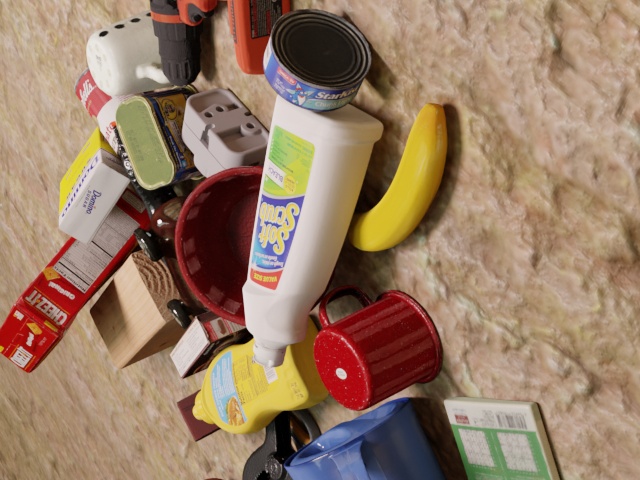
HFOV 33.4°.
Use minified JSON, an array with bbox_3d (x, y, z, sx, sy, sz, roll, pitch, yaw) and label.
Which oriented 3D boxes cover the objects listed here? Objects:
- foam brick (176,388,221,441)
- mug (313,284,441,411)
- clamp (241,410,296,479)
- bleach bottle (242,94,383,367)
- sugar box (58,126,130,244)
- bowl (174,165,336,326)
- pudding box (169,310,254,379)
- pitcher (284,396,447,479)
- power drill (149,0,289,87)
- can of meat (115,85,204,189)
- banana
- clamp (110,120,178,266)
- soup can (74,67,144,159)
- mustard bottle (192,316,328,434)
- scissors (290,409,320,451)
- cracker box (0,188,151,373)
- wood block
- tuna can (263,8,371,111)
[{"bbox_3d":[-0.126,0.199,1.275,0.053,0.078,0.051,62,170,8],"label":"foam brick"},{"bbox_3d":[0.042,0.092,0.964,0.117,0.081,0.093,57,147,15],"label":"mug"},{"bbox_3d":[-0.043,0.236,1.171,0.165,0.036,0.210,48,121,34],"label":"clamp"},{"bbox_3d":[-0.019,0.001,0.949,0.103,0.067,0.251,36,120,47],"label":"bleach bottle"},{"bbox_3d":[-0.266,-0.069,1.249,0.093,0.048,0.176,-55,19,8],"label":"sugar box"},{"bbox_3d":[-0.057,0.001,1.037,0.162,0.055,0.162,4,107,14],"label":"bowl"},{"bbox_3d":[-0.110,0.106,1.190,0.039,0.089,0.114,58,147,15],"label":"pudding box"},{"bbox_3d":[0.077,0.278,0.981,0.145,0.149,0.243,-31,87,47],"label":"pitcher"},{"bbox_3d":[-0.104,-0.216,1.010,0.188,0.057,0.184,30,133,44],"label":"power drill"},{"bbox_3d":[-0.161,-0.108,1.123,0.058,0.083,0.102,-20,93,32],"label":"can of meat"},{"bbox_3d":[0.061,-0.038,0.896,0.069,0.037,0.198,60,147,11],"label":"banana"},{"bbox_3d":[-0.184,-0.062,1.186,0.120,0.039,0.171,-108,1,-72],"label":"clamp"},{"bbox_3d":[-0.228,-0.150,1.227,0.102,0.068,0.069,54,146,19],"label":"soup can"},{"bbox_3d":[-0.074,0.154,1.139,0.192,0.058,0.096,-32,65,39],"label":"mustard bottle"},{"bbox_3d":[-0.068,0.189,1.249,0.202,0.016,0.096,34,134,41],"label":"scissors"},{"bbox_3d":[-0.306,0.048,1.330,0.072,0.213,0.164,38,146,-7],"label":"cracker box"},{"bbox_3d":[-0.203,0.077,1.308,0.090,0.090,0.206,61,147,9],"label":"wood block"},{"bbox_3d":[-0.003,-0.148,0.878,0.086,0.086,0.034,55,148,19],"label":"tuna can"}]
